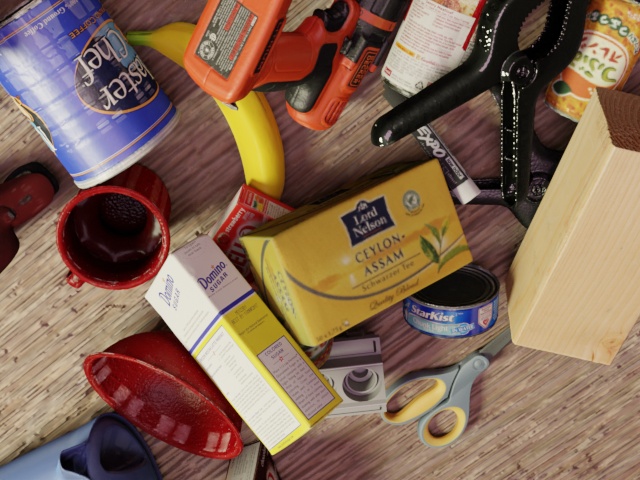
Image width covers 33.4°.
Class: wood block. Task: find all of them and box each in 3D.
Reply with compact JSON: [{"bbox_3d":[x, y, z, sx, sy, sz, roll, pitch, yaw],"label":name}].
[{"bbox_3d":[0.230,-0.008,0.868,0.090,0.090,0.206,12,128,-6],"label":"wood block"}]

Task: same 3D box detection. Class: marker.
[{"bbox_3d":[0.091,-0.084,0.895,0.020,0.020,0.121,-36,90,13],"label":"marker"}]

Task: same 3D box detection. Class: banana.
[{"bbox_3d":[-0.076,-0.110,0.892,0.070,0.037,0.197,-23,112,33],"label":"banana"}]

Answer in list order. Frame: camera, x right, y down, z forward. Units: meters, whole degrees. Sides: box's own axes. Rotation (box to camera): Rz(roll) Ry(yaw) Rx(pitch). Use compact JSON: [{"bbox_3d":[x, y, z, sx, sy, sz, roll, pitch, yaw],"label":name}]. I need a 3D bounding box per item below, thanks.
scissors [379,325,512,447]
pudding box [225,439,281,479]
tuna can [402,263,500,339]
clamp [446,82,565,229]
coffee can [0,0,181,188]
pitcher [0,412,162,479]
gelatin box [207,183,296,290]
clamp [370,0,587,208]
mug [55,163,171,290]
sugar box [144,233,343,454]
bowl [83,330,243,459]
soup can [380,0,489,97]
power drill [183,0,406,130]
[{"bbox_3d":[0.152,0.132,1.015,0.202,0.016,0.096,-28,113,10],"label":"scissors"},{"bbox_3d":[-0.060,0.259,1.011,0.039,0.113,0.090,-16,114,9],"label":"pudding box"},{"bbox_3d":[0.114,0.052,0.940,0.086,0.086,0.034,-3,116,-1],"label":"tuna can"},{"bbox_3d":[0.175,-0.046,0.925,0.171,0.039,0.120,37,118,-12],"label":"clamp"},{"bbox_3d":[-0.191,-0.127,0.841,0.103,0.103,0.140,-30,111,11],"label":"coffee can"},{"bbox_3d":[-0.270,0.272,1.012,0.243,0.145,0.149,-24,101,13],"label":"pitcher"},{"bbox_3d":[-0.056,0.001,0.927,0.073,0.030,0.089,27,133,-14],"label":"gelatin box"},{"bbox_3d":[0.138,-0.134,0.827,0.164,0.036,0.210,12,110,-33],"label":"clamp"},{"bbox_3d":[-0.177,-0.008,0.906,0.093,0.081,0.117,34,109,-15],"label":"mug"},{"bbox_3d":[-0.065,0.086,0.871,0.176,0.048,0.093,53,147,7],"label":"sugar box"},{"bbox_3d":[-0.130,0.130,0.959,0.162,0.055,0.162,21,149,14],"label":"bowl"},{"bbox_3d":[0.097,-0.165,0.852,0.068,0.068,0.102,18,112,-10],"label":"soup can"},{"bbox_3d":[-0.005,-0.165,0.794,0.057,0.187,0.185,39,113,24],"label":"power drill"}]
